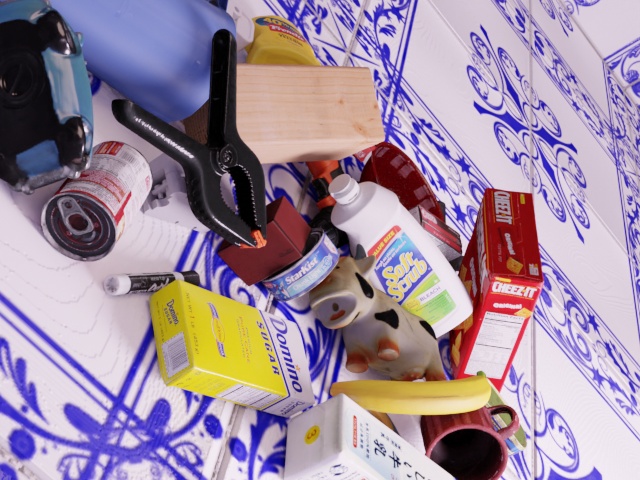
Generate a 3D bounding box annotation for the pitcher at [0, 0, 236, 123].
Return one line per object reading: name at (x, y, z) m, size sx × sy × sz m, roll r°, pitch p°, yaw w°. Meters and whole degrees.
pitcher at (-0.205, -0.236, 1.043) m, size 0.242 × 0.145 × 0.149 m, roll 31°, pitch 42°, yaw -37°

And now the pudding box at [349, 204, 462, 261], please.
pudding box at (0.107, 0.008, 1.332) m, size 0.089 × 0.114 × 0.039 m, roll 32°, pitch 40°, yaw -40°

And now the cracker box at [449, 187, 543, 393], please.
cracker box at (0.220, 0.065, 1.373) m, size 0.072 × 0.214 × 0.164 m, roll 7°, pitch 43°, yaw -3°

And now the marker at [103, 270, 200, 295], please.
marker at (-0.152, 0.038, 0.985) m, size 0.120 × 0.020 × 0.020 m, roll -1°, pitch 64°, yaw -59°

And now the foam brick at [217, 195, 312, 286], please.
foam brick at (-0.057, 0.001, 1.113) m, size 0.053 × 0.078 × 0.051 m, roll 50°, pitch 29°, yaw -20°

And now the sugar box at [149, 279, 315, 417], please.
sugar box at (-0.080, 0.105, 1.009) m, size 0.176 × 0.048 × 0.093 m, roll 22°, pitch 45°, yaw -47°

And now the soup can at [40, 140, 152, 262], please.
soup can at (-0.194, -0.037, 0.938) m, size 0.068 × 0.069 × 0.102 m, roll 49°, pitch 29°, yaw -18°

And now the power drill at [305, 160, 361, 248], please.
power drill at (-0.010, -0.079, 1.293) m, size 0.187 × 0.057 × 0.184 m, roll 60°, pitch 29°, yaw -2°

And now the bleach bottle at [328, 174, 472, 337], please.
bleach bottle at (0.081, 0.018, 1.255) m, size 0.250 × 0.103 × 0.068 m, roll 49°, pitch 16°, yaw -35°

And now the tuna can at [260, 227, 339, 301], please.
tuna can at (-0.022, 0.026, 1.136) m, size 0.033 × 0.086 × 0.086 m, roll 52°, pitch 29°, yaw -16°

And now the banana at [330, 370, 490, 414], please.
banana at (0.111, 0.167, 1.156) m, size 0.197 × 0.070 × 0.037 m, roll 1°, pitch 92°, yaw -24°

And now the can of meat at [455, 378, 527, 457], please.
can of meat at (0.185, 0.224, 1.275) m, size 0.102 × 0.084 × 0.057 m, roll 52°, pitch 23°, yaw -12°

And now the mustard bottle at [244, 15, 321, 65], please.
mustard bottle at (-0.052, -0.241, 1.344) m, size 0.096 × 0.058 × 0.192 m, roll 20°, pitch 22°, yaw -19°

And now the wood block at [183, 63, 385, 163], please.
wood block at (-0.041, -0.139, 1.179) m, size 0.205 × 0.091 × 0.090 m, roll -6°, pitch 81°, yaw -38°

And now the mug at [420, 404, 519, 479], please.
mug at (0.167, 0.218, 1.196) m, size 0.093 × 0.117 × 0.081 m, roll 57°, pitch 10°, yaw -22°

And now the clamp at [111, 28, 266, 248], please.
clamp at (-0.098, -0.089, 1.029) m, size 0.164 × 0.036 × 0.210 m, roll -50°, pitch 125°, yaw -35°

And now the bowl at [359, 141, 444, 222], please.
bowl at (0.100, -0.052, 1.442) m, size 0.162 × 0.055 × 0.162 m, roll 39°, pitch 34°, yaw -33°
